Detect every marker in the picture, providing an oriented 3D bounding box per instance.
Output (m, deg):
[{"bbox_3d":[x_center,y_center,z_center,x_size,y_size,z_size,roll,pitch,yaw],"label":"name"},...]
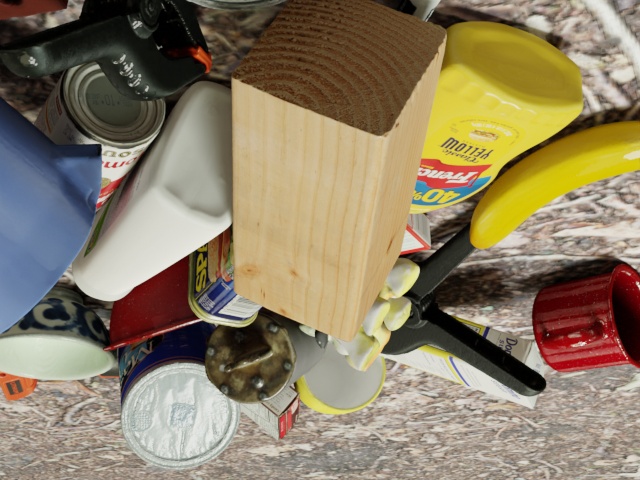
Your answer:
[{"bbox_3d":[0.044,-0.117,0.632,0.020,0.020,0.121,7,154,-16],"label":"marker"}]

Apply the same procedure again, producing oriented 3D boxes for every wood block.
[{"bbox_3d":[0.006,-0.039,0.644,0.090,0.090,0.206,23,146,12],"label":"wood block"}]

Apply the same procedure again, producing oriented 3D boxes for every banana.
[{"bbox_3d":[0.176,-0.042,0.756,0.198,0.037,0.069,-21,125,36],"label":"banana"}]

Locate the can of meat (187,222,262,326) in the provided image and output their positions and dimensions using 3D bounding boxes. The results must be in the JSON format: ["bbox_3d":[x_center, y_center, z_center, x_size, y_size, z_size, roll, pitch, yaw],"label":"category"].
[{"bbox_3d":[-0.055,0.001,0.787,0.057,0.102,0.084,13,150,-25],"label":"can of meat"}]

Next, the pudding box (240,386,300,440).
[{"bbox_3d":[-0.073,0.150,1.107,0.113,0.039,0.090,35,157,13],"label":"pudding box"}]

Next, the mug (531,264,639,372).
[{"bbox_3d":[0.237,0.077,0.950,0.082,0.093,0.117,-15,-176,38],"label":"mug"}]

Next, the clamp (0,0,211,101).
[{"bbox_3d":[-0.103,-0.129,0.542,0.039,0.120,0.171,7,180,18],"label":"clamp"}]

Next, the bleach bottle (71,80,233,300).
[{"bbox_3d":[-0.125,-0.019,0.769,0.068,0.102,0.251,31,152,-17],"label":"bleach bottle"}]

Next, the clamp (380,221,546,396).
[{"bbox_3d":[0.089,0.062,0.905,0.210,0.164,0.036,-11,-166,35],"label":"clamp"}]

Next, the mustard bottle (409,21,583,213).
[{"bbox_3d":[0.077,-0.065,0.697,0.096,0.058,0.192,13,152,-21],"label":"mustard bottle"}]

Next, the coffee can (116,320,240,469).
[{"bbox_3d":[-0.132,0.129,0.974,0.102,0.103,0.140,6,-163,-14],"label":"coffee can"}]

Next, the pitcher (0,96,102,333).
[{"bbox_3d":[-0.251,-0.053,0.565,0.145,0.149,0.242,-5,138,47],"label":"pitcher"}]

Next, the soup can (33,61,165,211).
[{"bbox_3d":[-0.147,-0.066,0.681,0.068,0.068,0.102,13,151,-26],"label":"soup can"}]

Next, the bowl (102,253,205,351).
[{"bbox_3d":[-0.109,0.042,0.882,0.162,0.055,0.162,-17,177,-1],"label":"bowl"}]

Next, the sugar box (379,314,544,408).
[{"bbox_3d":[0.113,0.096,0.979,0.176,0.048,0.093,15,162,24],"label":"sugar box"}]
